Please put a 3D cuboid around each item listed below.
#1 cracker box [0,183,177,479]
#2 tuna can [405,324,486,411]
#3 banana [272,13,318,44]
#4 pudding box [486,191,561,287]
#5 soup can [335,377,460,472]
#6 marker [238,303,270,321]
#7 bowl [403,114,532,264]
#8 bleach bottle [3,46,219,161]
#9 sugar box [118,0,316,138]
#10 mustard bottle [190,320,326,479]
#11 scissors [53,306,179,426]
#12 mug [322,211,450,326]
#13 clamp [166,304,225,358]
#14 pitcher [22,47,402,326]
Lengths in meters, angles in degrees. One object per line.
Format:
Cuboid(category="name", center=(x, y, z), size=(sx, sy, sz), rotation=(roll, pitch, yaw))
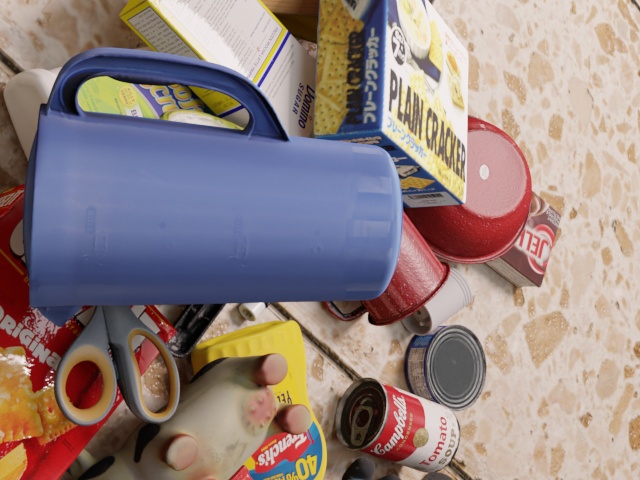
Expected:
Cuboid(category="cracker box", center=(-0.227, 0.087, 0.760), size=(0.164, 0.072, 0.213), rotation=(52, 56, -22))
Cuboid(category="tuna can", center=(0.125, 0.127, 1.067), size=(0.085, 0.034, 0.086), rotation=(6, 81, -39))
Cuboid(category="banana", center=(-0.053, -0.202, 0.945), size=(0.197, 0.070, 0.037), rotation=(6, 113, -30))
Cuboid(category="pudding box", center=(0.204, -0.013, 1.146), size=(0.113, 0.039, 0.090), rotation=(33, 66, -31))
Cuboid(category="soup can", center=(0.073, 0.174, 0.998), size=(0.102, 0.069, 0.068), rotation=(25, 69, -35))
Cuboid(category="marker", center=(-0.030, 0.027, 0.962), size=(0.121, 0.020, 0.020), rotation=(-48, 114, -33))
Cuboid(category="bowl", center=(0.153, -0.060, 1.068), size=(0.162, 0.055, 0.162), rotation=(5, 76, -19))
Cuboid(category="bleach bottle", center=(-0.126, -0.122, 0.875), size=(0.250, 0.068, 0.102), rotation=(-30, 106, -40))
Cuboid(category="sugar box", center=(-0.070, -0.152, 0.861), size=(0.176, 0.048, 0.093), rotation=(47, 51, -27))
Cuboid(category="mustard bottle", center=(-0.044, 0.170, 0.908), size=(0.096, 0.058, 0.191), rotation=(-16, 95, -34))
Cuboid(category="scissors", center=(-0.165, 0.043, 0.758), size=(0.096, 0.016, 0.202), rotation=(-23, 86, -25))
Cuboid(category="mug", center=(0.051, 0.026, 0.994), size=(0.117, 0.093, 0.081), rotation=(-36, 106, 2))
Cuboid(category="clamp", center=(-0.056, 0.001, 0.895), size=(0.036, 0.165, 0.209), rotation=(40, 38, -19))
Cuboid(category="pitcher", center=(-0.072, -0.027, 0.711), size=(0.242, 0.149, 0.145), rotation=(2, 63, -13))
